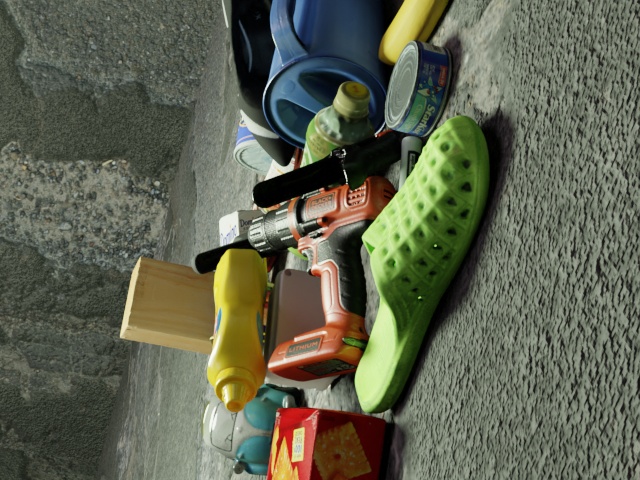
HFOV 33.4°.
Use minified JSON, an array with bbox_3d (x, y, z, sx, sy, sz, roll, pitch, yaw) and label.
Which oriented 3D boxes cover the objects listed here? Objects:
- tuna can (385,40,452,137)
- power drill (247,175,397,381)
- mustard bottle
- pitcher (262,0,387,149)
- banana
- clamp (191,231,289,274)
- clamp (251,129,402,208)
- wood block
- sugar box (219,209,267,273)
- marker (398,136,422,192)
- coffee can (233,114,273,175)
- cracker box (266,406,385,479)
[{"bbox_3d":[0.090,-0.141,0.989,0.086,0.033,0.086,-168,90,-76],"label":"tuna can"},{"bbox_3d":[-0.007,0.039,1.040,0.185,0.057,0.187,-18,61,40],"label":"power drill"},{"bbox_3d":[-0.083,0.100,1.084,0.191,0.058,0.096,-93,8,-53],"label":"mustard bottle"},{"bbox_3d":[0.008,-0.230,1.184,0.149,0.145,0.242,111,167,-47],"label":"pitcher"},{"bbox_3d":[0.094,-0.225,1.043,0.198,0.037,0.069,127,151,-60],"label":"banana"},{"bbox_3d":[-0.059,0.002,1.344,0.210,0.165,0.036,-41,-60,-77],"label":"clamp"},{"bbox_3d":[0.015,-0.067,0.997,0.171,0.120,0.039,-30,-68,-60],"label":"clamp"},{"bbox_3d":[-0.136,0.091,1.331,0.091,0.206,0.090,138,142,-68],"label":"wood block"},{"bbox_3d":[-0.106,0.050,1.489,0.093,0.048,0.176,161,103,-68],"label":"sugar box"},{"bbox_3d":[0.079,-0.038,0.971,0.020,0.020,0.121,130,150,-63],"label":"marker"},{"bbox_3d":[-0.059,-0.172,1.474,0.103,0.102,0.140,133,147,-65],"label":"coffee can"},{"bbox_3d":[-0.010,0.258,0.957,0.164,0.072,0.213,154,127,-74],"label":"cracker box"}]
